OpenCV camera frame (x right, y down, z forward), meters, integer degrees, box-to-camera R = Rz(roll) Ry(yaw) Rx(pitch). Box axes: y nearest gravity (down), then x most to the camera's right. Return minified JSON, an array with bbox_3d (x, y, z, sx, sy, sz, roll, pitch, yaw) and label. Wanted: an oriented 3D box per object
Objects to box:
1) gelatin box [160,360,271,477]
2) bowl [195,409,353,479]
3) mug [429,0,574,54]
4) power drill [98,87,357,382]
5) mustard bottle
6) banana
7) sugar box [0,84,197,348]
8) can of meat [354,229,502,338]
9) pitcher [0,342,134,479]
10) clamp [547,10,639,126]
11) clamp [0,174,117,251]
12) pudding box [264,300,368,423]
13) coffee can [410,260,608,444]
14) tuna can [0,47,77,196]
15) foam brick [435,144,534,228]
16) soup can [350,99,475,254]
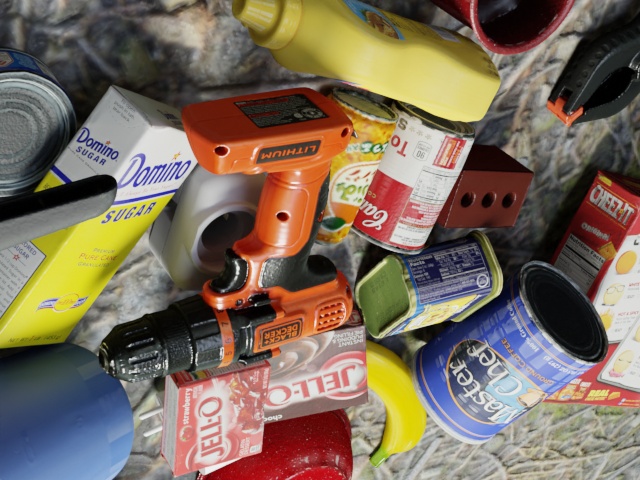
[{"bbox_3d":[-0.078,0.127,0.789,0.073,0.030,0.089,-10,125,-28],"label":"gelatin box"},{"bbox_3d":[-0.029,0.219,0.948,0.161,0.055,0.162,-18,129,-24],"label":"bowl"},{"bbox_3d":[0.115,-0.195,0.727,0.093,0.082,0.117,-32,134,-11],"label":"mug"},{"bbox_3d":[-0.054,0.001,0.686,0.184,0.057,0.188,-15,131,-30],"label":"power drill"},{"bbox_3d":[0.024,-0.130,0.701,0.191,0.096,0.058,11,115,-39],"label":"mustard bottle"},{"bbox_3d":[0.058,0.141,0.963,0.069,0.037,0.197,-32,134,-11],"label":"banana"},{"bbox_3d":[-0.149,-0.011,0.681,0.176,0.048,0.093,-50,166,10],"label":"sugar box"},{"bbox_3d":[0.085,0.038,0.871,0.083,0.057,0.102,-13,164,-24],"label":"can of meat"},{"bbox_3d":[-0.221,0.154,0.653,0.242,0.145,0.149,-23,134,-61],"label":"pitcher"},{"bbox_3d":[0.262,-0.162,0.880,0.171,0.039,0.120,-33,133,-10],"label":"clamp"},{"bbox_3d":[-0.217,0.005,0.551,0.164,0.036,0.210,30,100,-29],"label":"clamp"},{"bbox_3d":[-0.019,0.100,0.860,0.113,0.039,0.090,-9,128,-5],"label":"pudding box"},{"bbox_3d":[0.161,0.098,0.924,0.102,0.103,0.141,12,137,-39],"label":"coffee can"},{"bbox_3d":[-0.191,-0.070,0.642,0.086,0.034,0.086,-18,130,-23],"label":"tuna can"},{"bbox_3d":[0.121,-0.045,0.861,0.078,0.051,0.053,-2,121,-33],"label":"foam brick"},{"bbox_3d":[0.067,-0.050,0.809,0.068,0.069,0.102,7,117,-37],"label":"soup can"}]
